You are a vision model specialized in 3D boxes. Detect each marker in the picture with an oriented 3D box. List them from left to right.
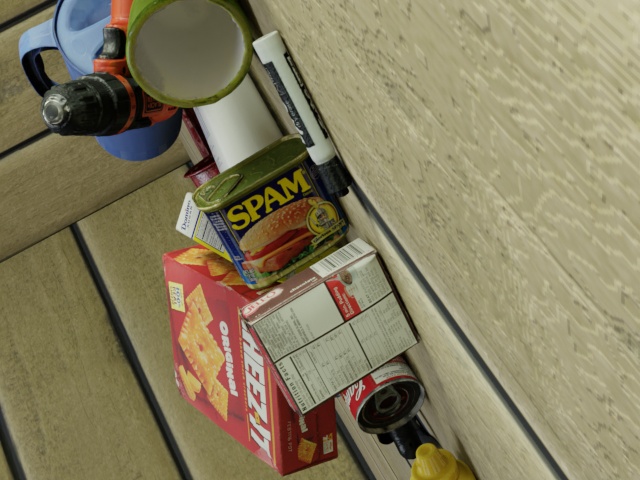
[{"bbox_3d":[-0.010,-0.083,0.721,0.121,0.020,0.020,63,174,-15],"label":"marker"}]

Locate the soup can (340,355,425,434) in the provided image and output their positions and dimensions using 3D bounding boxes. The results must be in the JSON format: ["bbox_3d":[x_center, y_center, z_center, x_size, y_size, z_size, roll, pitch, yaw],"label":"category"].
[{"bbox_3d":[0.043,0.117,0.979,0.102,0.068,0.068,57,173,43],"label":"soup can"}]

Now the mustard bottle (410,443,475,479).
[{"bbox_3d":[0.124,0.252,0.960,0.191,0.058,0.096,65,172,-32],"label":"mustard bottle"}]

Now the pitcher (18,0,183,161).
[{"bbox_3d":[-0.218,-0.178,1.160,0.149,0.145,0.243,34,161,6],"label":"pitcher"}]

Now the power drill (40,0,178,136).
[{"bbox_3d":[-0.168,-0.178,0.856,0.184,0.057,0.188,-35,-50,-70],"label":"power drill"}]

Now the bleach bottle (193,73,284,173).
[{"bbox_3d":[-0.101,-0.156,0.967,0.251,0.068,0.102,64,171,2],"label":"bleach bottle"}]

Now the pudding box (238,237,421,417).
[{"bbox_3d":[0.008,0.065,0.807,0.090,0.113,0.039,63,171,-21],"label":"pudding box"}]

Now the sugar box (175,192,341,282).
[{"bbox_3d":[-0.056,0.002,0.983,0.093,0.048,0.176,15,-177,-32],"label":"sugar box"}]

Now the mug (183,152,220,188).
[{"bbox_3d":[-0.089,-0.068,1.220,0.117,0.093,0.081,-17,110,49],"label":"mug"}]

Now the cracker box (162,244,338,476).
[{"bbox_3d":[-0.072,0.107,1.030,0.214,0.072,0.164,24,123,54],"label":"cracker box"}]

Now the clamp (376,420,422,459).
[{"bbox_3d":[0.058,0.148,1.103,0.171,0.039,0.120,67,165,-10],"label":"clamp"}]

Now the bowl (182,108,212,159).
[{"bbox_3d":[-0.135,-0.142,1.351,0.162,0.055,0.162,60,174,10],"label":"bowl"}]

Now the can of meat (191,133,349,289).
[{"bbox_3d":[-0.037,-0.022,0.848,0.084,0.102,0.057,62,174,-25],"label":"can of meat"}]
